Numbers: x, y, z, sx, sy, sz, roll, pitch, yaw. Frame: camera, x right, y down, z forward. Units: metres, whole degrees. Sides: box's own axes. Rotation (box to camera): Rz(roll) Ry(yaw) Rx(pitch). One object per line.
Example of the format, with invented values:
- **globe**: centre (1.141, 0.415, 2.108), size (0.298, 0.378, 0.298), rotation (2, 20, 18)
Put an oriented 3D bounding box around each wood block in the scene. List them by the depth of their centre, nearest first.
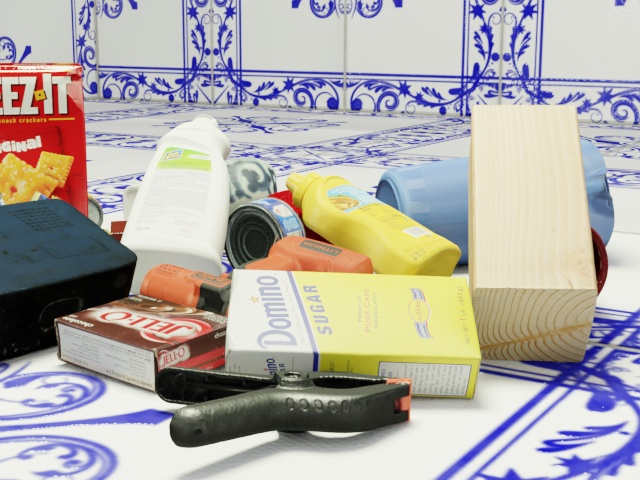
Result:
- **wood block**: centre (0.167, -0.011, 0.869), size (0.091, 0.090, 0.206), rotation (1, 48, 6)

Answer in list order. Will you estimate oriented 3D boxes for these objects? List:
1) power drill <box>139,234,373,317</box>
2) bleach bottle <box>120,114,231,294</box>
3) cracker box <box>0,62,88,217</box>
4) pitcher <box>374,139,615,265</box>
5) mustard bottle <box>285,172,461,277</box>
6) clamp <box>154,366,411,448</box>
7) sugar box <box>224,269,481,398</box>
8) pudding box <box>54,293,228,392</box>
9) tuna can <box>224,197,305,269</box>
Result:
- **power drill**: centre (-0.032, 0.047, 0.918), size (0.185, 0.057, 0.187), rotation (16, 17, 31)
- **bleach bottle**: centre (-0.130, -0.046, 1.076), size (0.102, 0.068, 0.250), rotation (7, 40, 2)
- **cracker box**: centre (-0.349, -0.093, 1.213), size (0.164, 0.214, 0.072), rotation (-3, 12, -17)
- **pitcher**: centre (0.185, -0.033, 1.179), size (0.242, 0.149, 0.145), rotation (-6, 38, -14)
- **mustard bottle**: centre (0.040, -0.016, 1.063), size (0.192, 0.058, 0.096), rotation (34, 26, 27)
- **clamp**: centre (-0.023, 0.105, 0.677), size (0.171, 0.039, 0.120), rotation (-1, 13, -4)
- **sugar box**: centre (0.021, 0.065, 0.769), size (0.176, 0.048, 0.093), rotation (4, 36, -3)
- **pudding box**: centre (-0.133, 0.076, 0.818), size (0.114, 0.039, 0.089), rotation (8, 15, 36)
- **tuna can**: centre (-0.057, 0.001, 1.074), size (0.086, 0.086, 0.033), rotation (9, 16, 37)
